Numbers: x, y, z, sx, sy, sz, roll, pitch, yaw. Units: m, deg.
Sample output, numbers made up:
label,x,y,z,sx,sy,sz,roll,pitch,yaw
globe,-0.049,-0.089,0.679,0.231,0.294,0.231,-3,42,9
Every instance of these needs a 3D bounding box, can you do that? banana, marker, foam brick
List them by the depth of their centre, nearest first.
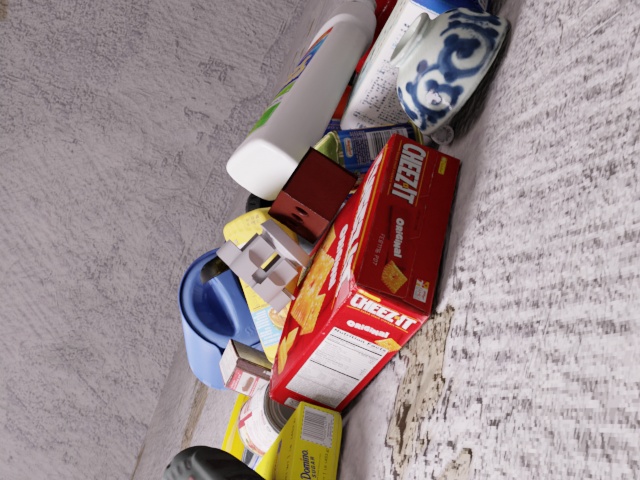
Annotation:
label,x,y,z,sx,sy,sz,roll,pitch,yaw
foam brick,-0.008,-0.039,0.952,0.051,0.053,0.078,-58,1,-19
marker,0.103,-0.106,0.994,0.121,0.020,0.020,-111,43,-77
banana,-0.089,0.226,1.315,0.069,0.037,0.197,71,-146,-57

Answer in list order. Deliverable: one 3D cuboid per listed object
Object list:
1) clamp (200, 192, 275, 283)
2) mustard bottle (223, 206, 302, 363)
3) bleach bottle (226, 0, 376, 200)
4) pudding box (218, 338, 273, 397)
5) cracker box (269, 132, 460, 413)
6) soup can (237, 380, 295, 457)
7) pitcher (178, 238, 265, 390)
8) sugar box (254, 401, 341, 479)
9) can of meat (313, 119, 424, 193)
label,x,y,z,sx,sy,sz,roll,pitch,yaw
clamp,-0.058,0.001,1.181,0.036,0.164,0.210,-25,48,37
mustard bottle,-0.038,0.064,1.070,0.096,0.058,0.191,-25,82,58
bleach bottle,-0.006,-0.165,1.131,0.103,0.068,0.250,-33,25,58
pudding box,-0.060,0.146,1.144,0.113,0.090,0.039,-159,91,-81
cracker box,0.033,0.036,0.914,0.214,0.072,0.164,124,166,-52
soup can,-0.035,0.168,1.025,0.102,0.068,0.068,131,159,-63
pitcher,-0.116,0.102,1.383,0.149,0.145,0.243,-43,-11,-22
sugar box,-0.035,0.227,0.949,0.176,0.048,0.093,123,162,-45
can of meat,0.044,-0.076,1.015,0.102,0.083,0.057,149,113,-75
